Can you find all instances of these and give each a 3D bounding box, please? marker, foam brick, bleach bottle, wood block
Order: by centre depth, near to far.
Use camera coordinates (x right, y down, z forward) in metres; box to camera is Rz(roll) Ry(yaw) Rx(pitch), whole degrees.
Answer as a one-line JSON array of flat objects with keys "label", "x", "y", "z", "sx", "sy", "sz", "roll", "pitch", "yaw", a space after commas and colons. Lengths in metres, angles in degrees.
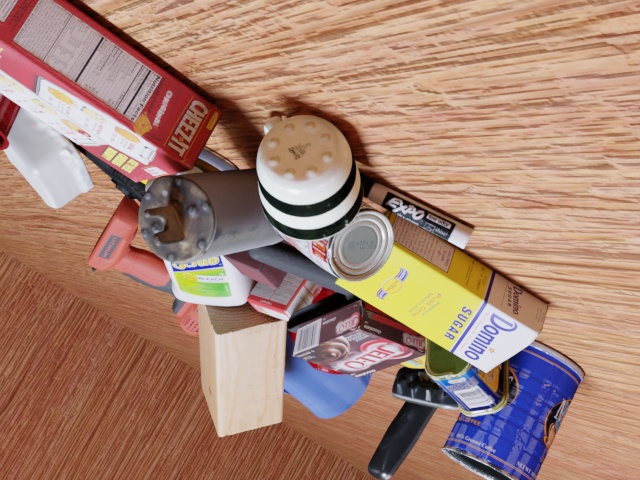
[{"label": "marker", "x": 0.072, "y": -0.028, "z": 0.907, "sx": 0.121, "sy": 0.020, "sz": 0.020, "roll": 27, "pitch": 166, "yaw": 7}, {"label": "foam brick", "x": -0.057, "y": 0.001, "z": 1.140, "sx": 0.053, "sy": 0.078, "sz": 0.051, "roll": 21, "pitch": 166, "yaw": 30}, {"label": "bleach bottle", "x": -0.140, "y": -0.013, "z": 1.156, "sx": 0.103, "sy": 0.068, "sz": 0.251, "roll": 6, "pitch": 152, "yaw": 13}, {"label": "wood block", "x": -0.099, "y": 0.142, "z": 1.333, "sx": 0.206, "sy": 0.090, "sz": 0.091, "roll": 95, "pitch": 158, "yaw": -46}]

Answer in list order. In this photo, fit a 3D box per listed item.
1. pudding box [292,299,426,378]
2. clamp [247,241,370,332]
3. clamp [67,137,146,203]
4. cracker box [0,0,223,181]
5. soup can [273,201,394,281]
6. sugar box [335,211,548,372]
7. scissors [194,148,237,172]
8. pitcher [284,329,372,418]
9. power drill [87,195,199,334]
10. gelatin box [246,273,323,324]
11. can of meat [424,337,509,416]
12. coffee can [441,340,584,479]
[{"label": "pudding box", "x": 0.040, "y": 0.104, "z": 1.101, "sx": 0.089, "sy": 0.039, "sz": 0.114, "roll": 24, "pitch": 151, "yaw": -30}, {"label": "clamp", "x": 0.039, "y": 0.056, "z": 1.095, "sx": 0.210, "sy": 0.036, "sz": 0.164, "roll": 6, "pitch": 148, "yaw": 12}, {"label": "clamp", "x": -0.219, "y": -0.067, "z": 1.256, "sx": 0.172, "sy": 0.039, "sz": 0.120, "roll": 39, "pitch": 179, "yaw": 25}, {"label": "cracker box", "x": -0.212, "y": -0.141, "z": 0.955, "sx": 0.213, "sy": 0.072, "sz": 0.164, "roll": 34, "pitch": 165, "yaw": -22}, {"label": "soup can", "x": 0.009, "y": -0.012, "z": 0.935, "sx": 0.068, "sy": 0.068, "sz": 0.102, "roll": 40, "pitch": 177, "yaw": -38}, {"label": "sugar box", "x": 0.112, "y": 0.050, "z": 0.992, "sx": 0.176, "sy": 0.048, "sz": 0.093, "roll": 33, "pitch": 141, "yaw": -8}, {"label": "scissors", "x": -0.174, "y": -0.106, "z": 1.114, "sx": 0.202, "sy": 0.016, "sz": 0.096, "roll": 27, "pitch": 166, "yaw": 6}, {"label": "pitcher", "x": -0.053, "y": 0.136, "z": 1.488, "sx": 0.242, "sy": 0.149, "sz": 0.145, "roll": 40, "pitch": -178, "yaw": -26}, {"label": "power drill", "x": -0.181, "y": 0.022, "z": 1.330, "sx": 0.187, "sy": 0.057, "sz": 0.185, "roll": 31, "pitch": 126, "yaw": -12}, {"label": "gelatin box", "x": -0.032, "y": 0.047, "z": 1.224, "sx": 0.073, "sy": 0.089, "sz": 0.030, "roll": 14, "pitch": 153, "yaw": 48}, {"label": "can of meat", "x": 0.150, "y": 0.115, "z": 1.092, "sx": 0.058, "sy": 0.102, "sz": 0.083, "roll": -15, "pitch": 139, "yaw": 29}, {"label": "coffee can", "x": 0.206, "y": 0.184, "z": 1.141, "sx": 0.103, "sy": 0.140, "sz": 0.103, "roll": 27, "pitch": 166, "yaw": 7}]
